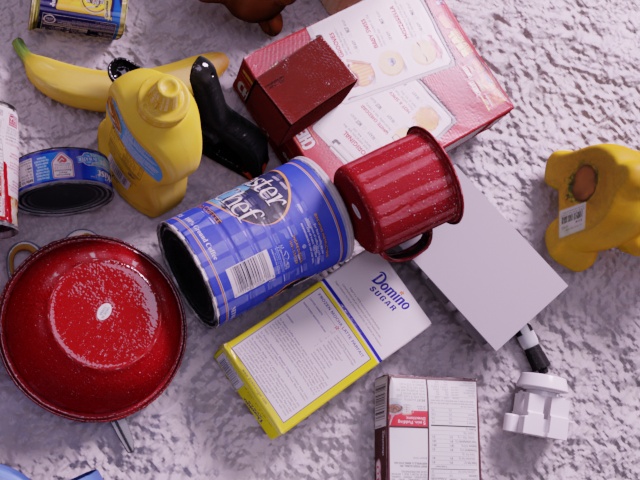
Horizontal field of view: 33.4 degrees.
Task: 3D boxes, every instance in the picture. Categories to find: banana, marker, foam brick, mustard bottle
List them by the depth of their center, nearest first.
[{"bbox_3d":[-0.139,-0.089,0.881,0.058,0.192,0.096,-31,85,-22],"label":"mustard bottle"},{"bbox_3d":[-0.018,-0.130,0.928,0.078,0.051,0.053,-36,85,-20],"label":"foam brick"},{"bbox_3d":[-0.180,-0.148,0.970,0.197,0.037,0.069,3,76,-15],"label":"banana"},{"bbox_3d":[0.187,0.072,1.020,0.020,0.020,0.121,-22,82,-20],"label":"marker"}]

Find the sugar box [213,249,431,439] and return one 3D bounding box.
[{"bbox_3d":[0.003,0.088,0.951,0.176,0.048,0.093,-32,85,-25],"label":"sugar box"}]

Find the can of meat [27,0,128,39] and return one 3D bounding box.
[{"bbox_3d":[-0.218,-0.237,0.969,0.083,0.057,0.102,6,84,-17],"label":"can of meat"}]

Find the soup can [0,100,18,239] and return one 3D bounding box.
[{"bbox_3d":[-0.275,-0.056,0.850,0.068,0.069,0.102,0,78,-16],"label":"soup can"}]

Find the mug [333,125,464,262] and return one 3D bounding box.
[{"bbox_3d":[0.066,-0.031,0.917,0.081,0.117,0.093,-25,40,-14],"label":"mug"}]

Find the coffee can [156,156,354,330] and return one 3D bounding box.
[{"bbox_3d":[-0.056,0.001,0.927,0.140,0.103,0.103,-27,83,-21],"label":"coffee can"}]

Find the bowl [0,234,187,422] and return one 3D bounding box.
[{"bbox_3d":[-0.182,0.066,0.880,0.162,0.055,0.162,7,72,-21],"label":"bowl"}]

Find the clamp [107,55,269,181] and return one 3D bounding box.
[{"bbox_3d":[-0.108,-0.109,0.943,0.120,0.171,0.039,18,68,34],"label":"clamp"}]

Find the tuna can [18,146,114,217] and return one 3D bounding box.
[{"bbox_3d":[-0.220,-0.049,0.904,0.086,0.086,0.034,-5,74,-17],"label":"tuna can"}]

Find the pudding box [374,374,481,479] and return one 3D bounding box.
[{"bbox_3d":[0.096,0.178,0.955,0.090,0.039,0.113,5,75,-15],"label":"pudding box"}]

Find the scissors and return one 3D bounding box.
[{"bbox_3d":[-0.189,0.074,0.915,0.096,0.016,0.202,-38,88,-22],"label":"scissors"}]

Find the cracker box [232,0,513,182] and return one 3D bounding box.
[{"bbox_3d":[0.050,-0.137,1.014,0.213,0.072,0.164,-30,84,-20],"label":"cracker box"}]
